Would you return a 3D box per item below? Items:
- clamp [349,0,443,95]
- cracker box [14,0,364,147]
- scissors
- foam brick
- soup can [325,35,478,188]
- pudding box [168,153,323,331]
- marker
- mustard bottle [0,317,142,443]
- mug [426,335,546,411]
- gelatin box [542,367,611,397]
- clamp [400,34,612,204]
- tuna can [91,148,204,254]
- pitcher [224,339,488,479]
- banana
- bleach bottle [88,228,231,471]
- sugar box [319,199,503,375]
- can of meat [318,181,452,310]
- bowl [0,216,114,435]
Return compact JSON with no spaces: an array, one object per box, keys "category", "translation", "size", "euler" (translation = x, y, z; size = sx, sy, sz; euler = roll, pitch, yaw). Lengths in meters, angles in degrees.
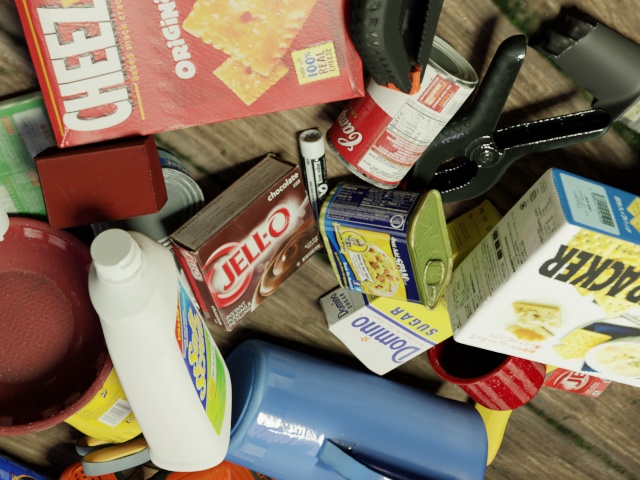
[{"category":"clamp","translation":[0.044,-0.178,0.661],"size":[0.164,0.036,0.210],"euler":[-41,143,-42]},{"category":"cracker box","translation":[-0.083,-0.157,0.690],"size":[0.213,0.072,0.164],"euler":[-11,132,-5]},{"category":"scissors","translation":[-0.140,0.177,0.997],"size":[0.201,0.096,0.016],"euler":[-14,103,-40]},{"category":"foam brick","translation":[-0.150,-0.042,0.736],"size":[0.078,0.053,0.051],"euler":[-9,103,-1]},{"category":"soup can","translation":[0.060,-0.098,0.785],"size":[0.068,0.068,0.102],"euler":[21,122,-30]},{"category":"pudding box","translation":[-0.055,0.001,0.826],"size":[0.113,0.039,0.090],"euler":[-44,140,-25]},{"category":"marker","translation":[-0.002,-0.036,0.856],"size":[0.020,0.020,0.121],"euler":[-12,132,-5]},{"category":"mustard bottle","translation":[-0.221,0.105,0.892],"size":[0.191,0.058,0.096],"euler":[30,120,-35]},{"category":"mug","translation":[0.167,0.100,0.976],"size":[0.117,0.093,0.081],"euler":[-27,137,18]},{"category":"gelatin box","translation":[0.266,0.113,1.056],"size":[0.073,0.030,0.089],"euler":[15,125,-27]},{"category":"clamp","translation":[0.138,-0.076,0.831],"size":[0.120,0.039,0.172],"euler":[29,131,-22]},{"category":"tuna can","translation":[-0.133,-0.027,0.806],"size":[0.086,0.034,0.086],"euler":[-15,131,-18]},{"category":"pitcher","translation":[0.026,0.179,0.963],"size":[0.242,0.145,0.149],"euler":[23,145,-23]},{"category":"banana","translation":[0.196,0.147,1.047],"size":[0.037,0.070,0.198],"euler":[-19,154,-51]},{"category":"bleach bottle","translation":[-0.120,0.078,0.780],"size":[0.068,0.102,0.251],"euler":[-3,148,6]},{"category":"sugar box","translation":[0.098,0.045,0.938],"size":[0.176,0.048,0.093],"euler":[-34,131,13]},{"category":"can of meat","translation":[0.053,0.003,0.856],"size":[0.084,0.057,0.102],"euler":[10,139,27]},{"category":"bowl","translation":[-0.233,0.065,0.811],"size":[0.162,0.162,0.055],"euler":[1,175,-13]}]
